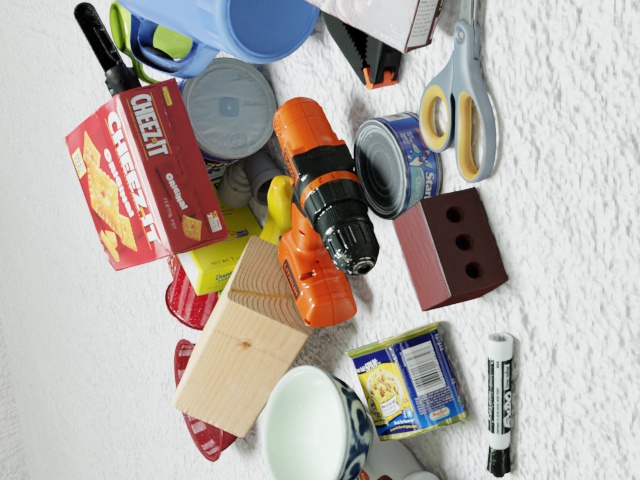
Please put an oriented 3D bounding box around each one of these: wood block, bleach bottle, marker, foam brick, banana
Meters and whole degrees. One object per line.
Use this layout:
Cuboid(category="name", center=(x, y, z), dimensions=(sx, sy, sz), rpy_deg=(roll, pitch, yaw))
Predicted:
Cuboid(category="wood block", center=(-0.074, 0.104, 1.092), dimensions=(0.206, 0.090, 0.090), rpy_deg=(121, 172, -46))
Cuboid(category="bleach bottle", center=(0.044, 0.211, 1.006), dimensions=(0.251, 0.068, 0.102), rpy_deg=(20, 117, 57))
Cuboid(category="marker", center=(0.138, 0.129, 0.820), dimensions=(0.020, 0.020, 0.121), rpy_deg=(31, 130, 56))
Cuboid(category="foam brick", center=(0.097, 0.008, 0.806), dimensions=(0.051, 0.052, 0.078), rpy_deg=(-37, 69, 63))
Cuboid(category="banana", center=(-0.048, -0.005, 1.084), dimensions=(0.037, 0.069, 0.198), rpy_deg=(38, 136, 11))

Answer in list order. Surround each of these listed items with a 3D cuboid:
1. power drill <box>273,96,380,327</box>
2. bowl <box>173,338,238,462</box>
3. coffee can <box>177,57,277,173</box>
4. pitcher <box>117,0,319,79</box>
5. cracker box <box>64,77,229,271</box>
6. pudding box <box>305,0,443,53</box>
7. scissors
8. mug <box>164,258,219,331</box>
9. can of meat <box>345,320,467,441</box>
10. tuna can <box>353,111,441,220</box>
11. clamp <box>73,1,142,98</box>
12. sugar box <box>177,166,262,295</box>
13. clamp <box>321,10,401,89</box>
Cuboid(category="power drill", center=(0.005, -0.005, 0.934), dimensions=(0.188, 0.057, 0.184), rpy_deg=(94, 160, -52))
Cuboid(category="bowl", center=(-0.135, 0.199, 1.371), dimensions=(0.162, 0.055, 0.162), rpy_deg=(39, 136, 52))
Cuboid(category="coffee can", center=(-0.119, -0.126, 1.125), dimensions=(0.140, 0.102, 0.103), rpy_deg=(-13, 91, 65))
Cuboid(category="pitcher", center=(-0.108, -0.239, 1.017), dimensions=(0.243, 0.145, 0.149), rpy_deg=(37, 153, 49))
Cuboid(category="cracker box", center=(-0.185, -0.059, 1.099), dimensions=(0.214, 0.072, 0.164), rpy_deg=(-13, 97, 64))
Cuboid(category="pudding box", center=(0.042, -0.202, 0.785), dimensions=(0.114, 0.039, 0.090), rpy_deg=(33, 126, 28))
Cuboid(category="scissors", center=(0.096, -0.142, 0.777), dimensions=(0.096, 0.016, 0.202), rpy_deg=(17, 117, 61))
Cuboid(category="mug", center=(-0.128, 0.038, 1.254), dimensions=(0.117, 0.093, 0.082), rpy_deg=(-74, 2, -47))
Cuboid(category="can of meat", center=(0.073, 0.121, 0.906), dimensions=(0.102, 0.057, 0.084), rpy_deg=(-32, 76, 64))
Cuboid(category="tuna can", center=(0.061, -0.060, 0.868), dimensions=(0.086, 0.033, 0.086), rpy_deg=(39, 136, 52))
Cuboid(category="clamp", center=(-0.224, -0.184, 1.186), dimensions=(0.171, 0.039, 0.120), rpy_deg=(78, 169, -66))
Cuboid(category="sugar box", center=(-0.127, -0.024, 1.203), dimensions=(0.176, 0.093, 0.048), rpy_deg=(59, 148, 32))
Cuboid(category="clamp", center=(0.031, -0.227, 0.845), dimensions=(0.165, 0.036, 0.210), rpy_deg=(-16, 90, 58))
